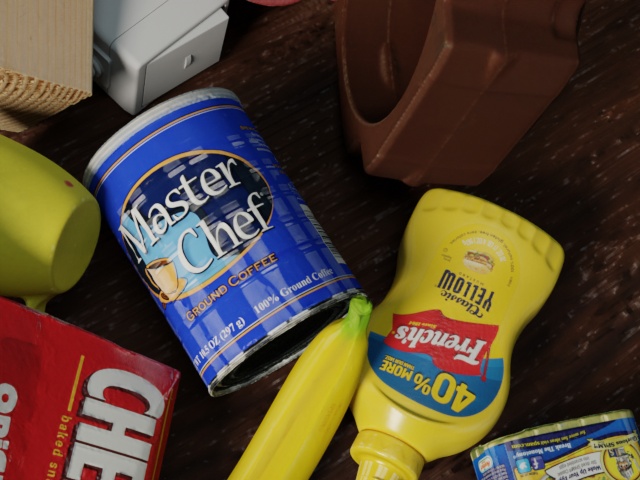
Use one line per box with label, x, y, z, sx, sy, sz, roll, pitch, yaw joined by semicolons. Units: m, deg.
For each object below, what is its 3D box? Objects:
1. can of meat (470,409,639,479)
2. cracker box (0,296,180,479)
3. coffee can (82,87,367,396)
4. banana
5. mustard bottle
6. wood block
can of meat;0.143;0.148;0.605;0.102;0.057;0.084;-8;67;-16
cracker box;-0.178;0.105;0.489;0.213;0.072;0.164;29;60;-36
coffee can;-0.054;0.001;0.597;0.102;0.103;0.140;-28;76;-22
banana;-0.026;0.117;0.571;0.037;0.069;0.198;28;85;22
mustard bottle;0.066;0.066;0.622;0.096;0.058;0.191;26;65;5
wood block;-0.190;-0.179;0.615;0.090;0.090;0.206;10;73;-43
